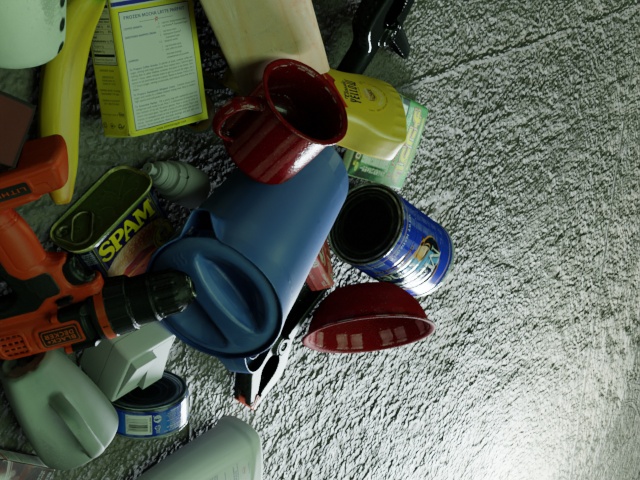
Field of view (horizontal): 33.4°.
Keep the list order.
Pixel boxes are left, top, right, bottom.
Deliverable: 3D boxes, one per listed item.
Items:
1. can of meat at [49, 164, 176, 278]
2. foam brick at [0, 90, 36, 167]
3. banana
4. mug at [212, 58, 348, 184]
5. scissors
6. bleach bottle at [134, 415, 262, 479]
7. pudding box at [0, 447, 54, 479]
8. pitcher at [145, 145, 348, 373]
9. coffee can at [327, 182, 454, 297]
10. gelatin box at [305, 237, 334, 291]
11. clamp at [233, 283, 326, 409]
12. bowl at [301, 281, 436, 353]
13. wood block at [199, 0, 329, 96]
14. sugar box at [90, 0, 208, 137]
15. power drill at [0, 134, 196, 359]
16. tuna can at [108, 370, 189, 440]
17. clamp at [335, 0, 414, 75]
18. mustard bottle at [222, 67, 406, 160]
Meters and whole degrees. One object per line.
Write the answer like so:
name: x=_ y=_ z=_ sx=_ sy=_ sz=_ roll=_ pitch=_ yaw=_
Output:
can of meat: x=-0.185 y=-0.003 z=0.979 sx=0.102 sy=0.058 sz=0.084 roll=-49 pitch=142 yaw=-24
foam brick: x=-0.266 y=-0.094 z=0.814 sx=0.051 sy=0.078 sz=0.053 roll=20 pitch=89 yaw=-53
banana: x=-0.208 y=-0.130 z=0.878 sx=0.037 sy=0.070 sz=0.198 roll=3 pitch=116 yaw=-29
mug: x=-0.045 y=-0.104 z=0.960 sx=0.117 sy=0.093 sz=0.082 roll=1 pitch=150 yaw=-42
scissors: x=-0.151 y=-0.149 z=0.983 sx=0.201 sy=0.016 sz=0.096 roll=-3 pitch=109 yaw=-51
bleach bottle: x=-0.173 y=0.282 z=1.134 sx=0.250 sy=0.068 sz=0.102 roll=-23 pitch=124 yaw=-41
pudding box: x=-0.305 y=0.243 z=0.963 sx=0.089 sy=0.039 sz=0.113 roll=30 pitch=83 yaw=-53
pitcher: x=-0.057 y=0.001 z=1.036 sx=0.149 sy=0.145 sz=0.242 roll=-48 pitch=-174 yaw=39
coffee can: x=0.087 y=0.001 z=1.286 sx=0.140 sy=0.103 sz=0.103 roll=30 pitch=83 yaw=-53
gelatin box: x=-0.013 y=0.000 z=1.177 sx=0.073 sy=0.030 sz=0.089 roll=61 pitch=16 yaw=-49
clamp: x=-0.057 y=0.106 z=1.208 sx=0.120 sy=0.039 sz=0.171 roll=34 pitch=79 yaw=-55
bowl: x=0.055 y=0.089 z=1.281 sx=0.161 sy=0.162 sz=0.055 roll=25 pitch=54 yaw=-54
wood block: x=-0.058 y=-0.222 z=0.925 sx=0.090 sy=0.091 sz=0.206 roll=-17 pitch=158 yaw=2
sugar box: x=-0.153 y=-0.183 z=0.918 sx=0.093 sy=0.048 sz=0.176 roll=-23 pitch=111 yaw=-45
power drill: x=-0.213 y=0.009 z=0.880 sx=0.184 sy=0.057 sz=0.187 roll=-16 pitch=123 yaw=2
tuna can: x=-0.172 y=0.160 z=1.052 sx=0.085 sy=0.086 sz=0.034 roll=-21 pitch=121 yaw=-45
clamp: x=0.056 y=-0.219 z=1.135 sx=0.164 sy=0.036 sz=0.210 roll=-46 pitch=166 yaw=-24
mustard bottle: x=-0.009 y=-0.141 z=1.070 sx=0.191 sy=0.096 sz=0.058 roll=11 pitch=137 yaw=-28
